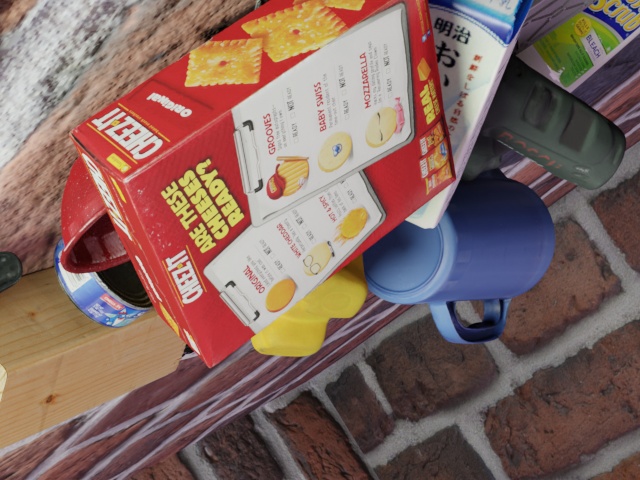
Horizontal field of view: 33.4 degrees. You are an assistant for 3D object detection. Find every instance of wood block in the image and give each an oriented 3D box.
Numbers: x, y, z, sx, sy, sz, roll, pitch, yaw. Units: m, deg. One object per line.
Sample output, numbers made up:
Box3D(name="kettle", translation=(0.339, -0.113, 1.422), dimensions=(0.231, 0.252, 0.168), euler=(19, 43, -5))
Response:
Box3D(name="wood block", translation=(-0.207, 0.082, 0.873), dimensions=(0.205, 0.090, 0.091), euler=(-20, 140, -51))

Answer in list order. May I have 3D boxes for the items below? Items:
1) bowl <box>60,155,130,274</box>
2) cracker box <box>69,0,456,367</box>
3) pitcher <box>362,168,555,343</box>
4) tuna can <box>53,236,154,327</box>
Box3D(name="bowl", translation=(-0.116, -0.043, 0.724), dimensions=(0.162, 0.055, 0.162), euler=(-31, 170, -6))
Box3D(name="cracker box", translation=(-0.023, -0.051, 0.645), dimensions=(0.213, 0.072, 0.164), euler=(-37, 138, -19))
Box3D(name="pitcher", translation=(0.131, 0.011, 1.048), dimensions=(0.145, 0.149, 0.242), euler=(-52, 157, 22))
Box3D(name="tuna can", translation=(-0.162, 0.024, 0.817), dimensions=(0.034, 0.086, 0.086), euler=(-35, 170, 21))
